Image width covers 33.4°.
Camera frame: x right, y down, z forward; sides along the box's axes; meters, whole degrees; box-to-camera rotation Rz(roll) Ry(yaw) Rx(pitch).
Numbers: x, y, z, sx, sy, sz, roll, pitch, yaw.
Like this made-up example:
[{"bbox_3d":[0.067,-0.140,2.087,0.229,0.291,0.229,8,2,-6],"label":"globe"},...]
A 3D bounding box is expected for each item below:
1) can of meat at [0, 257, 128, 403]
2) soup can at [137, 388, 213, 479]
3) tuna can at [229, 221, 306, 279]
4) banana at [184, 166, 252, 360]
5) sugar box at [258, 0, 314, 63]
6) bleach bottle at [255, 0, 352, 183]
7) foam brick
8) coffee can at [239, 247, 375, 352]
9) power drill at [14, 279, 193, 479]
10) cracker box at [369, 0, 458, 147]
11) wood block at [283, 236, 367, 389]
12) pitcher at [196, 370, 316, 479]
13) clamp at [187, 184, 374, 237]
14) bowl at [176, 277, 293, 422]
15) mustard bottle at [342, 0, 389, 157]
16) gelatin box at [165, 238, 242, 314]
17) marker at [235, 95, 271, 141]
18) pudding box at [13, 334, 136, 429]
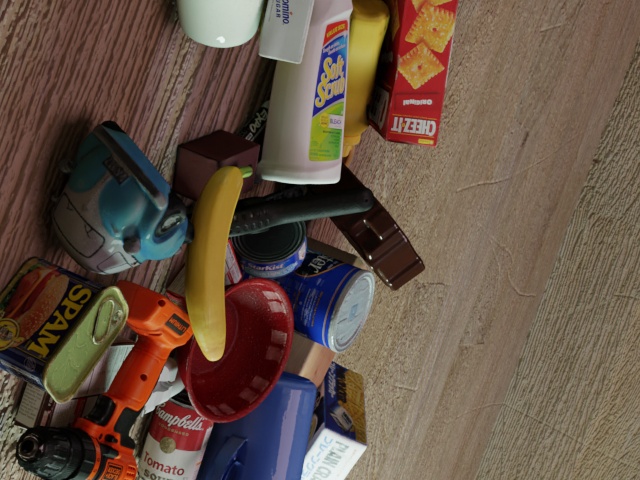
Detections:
[{"bbox_3d":[-0.224,0.071,0.884,0.102,0.084,0.057,-57,155,-26],"label":"can of meat"},{"bbox_3d":[-0.159,0.219,1.187,0.068,0.069,0.102,-3,113,-66],"label":"soup can"},{"bbox_3d":[-0.058,0.001,1.203,0.086,0.086,0.034,-54,155,-32],"label":"tuna can"},{"bbox_3d":[-0.097,0.010,0.995,0.069,0.037,0.198,28,65,-46],"label":"banana"},{"bbox_3d":[-0.031,-0.229,1.011,0.176,0.048,0.093,-91,-166,-73],"label":"sugar box"},{"bbox_3d":[-0.011,-0.188,1.142,0.102,0.068,0.251,-7,104,-58],"label":"bleach bottle"},{"bbox_3d":[-0.104,-0.073,1.074,0.078,0.051,0.053,-32,138,-56],"label":"foam brick"},{"bbox_3d":[-0.020,0.060,1.267,0.102,0.140,0.103,-48,150,-41],"label":"coffee can"},{"bbox_3d":[-0.189,0.133,0.955,0.187,0.057,0.184,-65,162,-12],"label":"power drill"},{"bbox_3d":[0.107,-0.233,1.280,0.164,0.072,0.214,-111,-152,-74],"label":"cracker box"},{"bbox_3d":[-0.023,0.110,1.371,0.206,0.091,0.090,-64,157,-13],"label":"wood block"},{"bbox_3d":[-0.085,0.269,1.222,0.149,0.144,0.243,6,-97,68],"label":"pitcher"},{"bbox_3d":[-0.069,-0.028,1.117,0.209,0.165,0.036,-13,99,-20],"label":"clamp"},{"bbox_3d":[-0.101,0.109,1.137,0.161,0.055,0.162,-25,124,-44],"label":"bowl"},{"bbox_3d":[0.038,-0.189,1.272,0.096,0.058,0.192,-95,-167,-61],"label":"mustard bottle"},{"bbox_3d":[-0.125,0.046,1.161,0.089,0.030,0.073,-56,154,-26],"label":"gelatin box"},{"bbox_3d":[-0.069,-0.126,1.152,0.121,0.020,0.020,-54,153,-33],"label":"marker"},{"bbox_3d":[-0.226,0.132,0.995,0.113,0.039,0.090,9,100,-70],"label":"pudding box"}]
